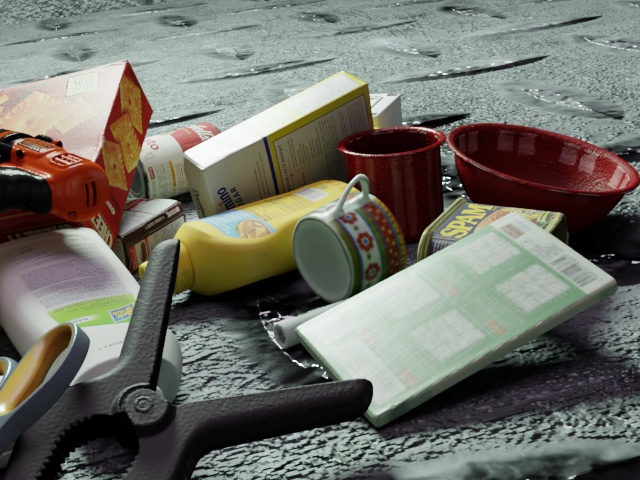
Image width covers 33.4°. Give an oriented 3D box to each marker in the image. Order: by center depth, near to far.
[{"bbox_3d":[0.022,0.049,0.759,0.120,0.020,0.020,-18,23,-30],"label":"marker"}]

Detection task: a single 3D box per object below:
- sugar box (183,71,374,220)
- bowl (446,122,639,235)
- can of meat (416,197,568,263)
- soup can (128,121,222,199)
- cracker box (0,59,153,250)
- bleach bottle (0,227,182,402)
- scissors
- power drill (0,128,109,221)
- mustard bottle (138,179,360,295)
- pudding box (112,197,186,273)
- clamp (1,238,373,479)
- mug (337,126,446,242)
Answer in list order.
[{"bbox_3d":[-0.032,-0.071,0.942,0.176,0.093,0.048,-28,40,-22],"label":"sugar box"},{"bbox_3d":[0.180,-0.047,0.894,0.162,0.055,0.162,8,24,-4],"label":"bowl"},{"bbox_3d":[0.128,0.011,0.781,0.084,0.057,0.101,8,24,26],"label":"can of meat"},{"bbox_3d":[-0.151,-0.077,1.092,0.102,0.068,0.069,-20,24,-32],"label":"soup can"},{"bbox_3d":[-0.249,-0.059,0.930,0.164,0.072,0.213,-10,40,14],"label":"cracker box"},{"bbox_3d":[-0.160,0.063,0.716,0.102,0.068,0.251,-16,24,-20],"label":"bleach bottle"},{"bbox_3d":[-0.186,0.117,0.534,0.096,0.016,0.201,-11,34,40],"label":"scissors"},{"bbox_3d":[-0.274,-0.040,0.769,0.185,0.057,0.187,17,27,41],"label":"power drill"},{"bbox_3d":[-0.056,0.002,0.857,0.191,0.058,0.096,-18,24,-30],"label":"mustard bottle"},{"bbox_3d":[-0.189,-0.007,0.950,0.114,0.039,0.089,2,24,30],"label":"pudding box"},{"bbox_3d":[-0.098,0.089,0.580,0.209,0.036,0.165,-33,58,-29],"label":"clamp"},{"bbox_3d":[0.068,-0.052,0.935,0.093,0.081,0.117,0,21,17],"label":"mug"}]
